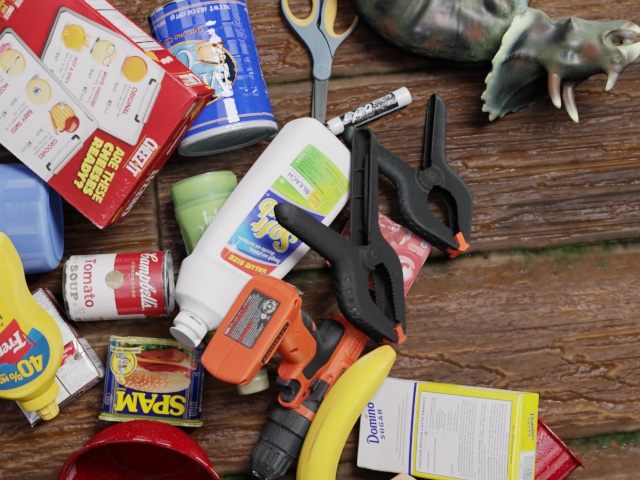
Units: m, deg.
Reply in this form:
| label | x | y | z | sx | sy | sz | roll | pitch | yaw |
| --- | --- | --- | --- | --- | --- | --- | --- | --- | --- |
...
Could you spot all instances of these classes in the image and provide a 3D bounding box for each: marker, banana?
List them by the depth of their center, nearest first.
| label | x | y | z | sx | sy | sz | roll | pitch | yaw |
| --- | --- | --- | --- | --- | --- | --- | --- | --- | --- |
| banana | 0.017 | 0.192 | 1.042 | 0.069 | 0.037 | 0.198 | 11 | 99 | -41 |
| marker | 0.038 | -0.128 | 1.107 | 0.121 | 0.020 | 0.020 | -25 | 86 | -11 |

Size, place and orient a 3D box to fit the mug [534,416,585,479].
| label | x | y | z | sx | sy | sz | roll | pitch | yaw |
| --- | --- | --- | --- | --- | --- | --- | --- | --- | --- |
| mug | 0.192 | 0.209 | 1.059 | 0.081 | 0.093 | 0.117 | -44 | 83 | 1 |

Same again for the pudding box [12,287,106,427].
| label | x | y | z | sx | sy | sz | roll | pitch | yaw |
| --- | --- | --- | --- | --- | --- | --- | --- | --- | --- |
| pudding box | -0.284 | 0.118 | 1.080 | 0.090 | 0.039 | 0.113 | -36 | 85 | -3 |

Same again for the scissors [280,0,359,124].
| label | x | y | z | sx | sy | sz | roll | pitch | yaw |
| --- | --- | --- | --- | --- | --- | --- | --- | --- | --- |
| scissors | -0.015 | -0.190 | 1.119 | 0.096 | 0.016 | 0.202 | 20 | 85 | -3 |

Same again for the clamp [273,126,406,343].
| label | x | y | z | sx | sy | sz | roll | pitch | yaw |
| --- | --- | --- | --- | --- | --- | --- | --- | --- | --- |
| clamp | 0.030 | 0.015 | 1.021 | 0.036 | 0.164 | 0.210 | -3 | 112 | 39 |

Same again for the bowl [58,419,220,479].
| label | x | y | z | sx | sy | sz | roll | pitch | yaw |
| --- | --- | --- | --- | --- | --- | --- | --- | --- | --- |
| bowl | -0.170 | 0.224 | 1.041 | 0.162 | 0.162 | 0.055 | 4 | 42 | -1 |

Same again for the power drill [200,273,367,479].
| label | x | y | z | sx | sy | sz | roll | pitch | yaw |
| --- | --- | --- | --- | --- | --- | --- | --- | --- | --- |
| power drill | -0.040 | 0.128 | 1.014 | 0.057 | 0.187 | 0.184 | 22 | 75 | 31 |

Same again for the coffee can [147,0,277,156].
| label | x | y | z | sx | sy | sz | roll | pitch | yaw |
| --- | --- | --- | --- | --- | --- | --- | --- | --- | --- |
| coffee can | -0.109 | -0.166 | 1.073 | 0.103 | 0.103 | 0.140 | -14 | 86 | -2 |

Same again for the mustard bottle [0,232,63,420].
| label | x | y | z | sx | sy | sz | roll | pitch | yaw |
| --- | --- | --- | --- | --- | --- | --- | --- | --- | --- |
| mustard bottle | -0.298 | 0.091 | 1.007 | 0.096 | 0.058 | 0.191 | -22 | 115 | 1 |

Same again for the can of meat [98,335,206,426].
| label | x | y | z | sx | sy | sz | roll | pitch | yaw |
| --- | --- | --- | --- | --- | --- | --- | --- | --- | --- |
| can of meat | -0.166 | 0.141 | 1.072 | 0.102 | 0.057 | 0.084 | 4 | 83 | -1 |

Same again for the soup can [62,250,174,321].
| label | x | y | z | sx | sy | sz | roll | pitch | yaw |
| --- | --- | --- | --- | --- | --- | --- | --- | --- | --- |
| soup can | -0.201 | 0.046 | 1.073 | 0.102 | 0.068 | 0.068 | -3 | 85 | -1 |

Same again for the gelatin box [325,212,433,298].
| label | x | y | z | sx | sy | sz | roll | pitch | yaw |
| --- | --- | --- | --- | --- | --- | --- | --- | --- | --- |
| gelatin box | 0.061 | 0.013 | 1.099 | 0.089 | 0.030 | 0.073 | 29 | 86 | 1 |

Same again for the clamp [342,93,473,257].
| label | x | y | z | sx | sy | sz | roll | pitch | yaw |
| --- | --- | --- | --- | --- | --- | --- | --- | --- | --- |
| clamp | 0.112 | -0.069 | 1.092 | 0.120 | 0.039 | 0.171 | -32 | 87 | -15 |

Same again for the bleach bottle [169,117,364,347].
| label | x | y | z | sx | sy | sz | roll | pitch | yaw |
| --- | --- | --- | --- | --- | --- | --- | --- | --- | --- |
| bleach bottle | -0.057 | 0.001 | 1.025 | 0.102 | 0.068 | 0.250 | 46 | 61 | -23 |

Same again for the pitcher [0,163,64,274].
| label | x | y | z | sx | sy | sz | roll | pitch | yaw |
| --- | --- | --- | --- | --- | --- | --- | --- | --- | --- |
| pitcher | -0.380 | -0.004 | 1.046 | 0.242 | 0.145 | 0.149 | -4 | 126 | -5 |

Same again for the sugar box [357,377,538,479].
| label | x | y | z | sx | sy | sz | roll | pitch | yaw |
| --- | --- | --- | --- | --- | --- | --- | --- | --- | --- |
| sugar box | 0.120 | 0.185 | 1.032 | 0.177 | 0.048 | 0.093 | 1 | 85 | 40 |

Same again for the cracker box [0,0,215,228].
| label | x | y | z | sx | sy | sz | roll | pitch | yaw |
| --- | --- | --- | --- | --- | --- | --- | --- | --- | --- |
| cracker box | -0.232 | -0.143 | 1.011 | 0.214 | 0.072 | 0.164 | 39 | 109 | 2 |
